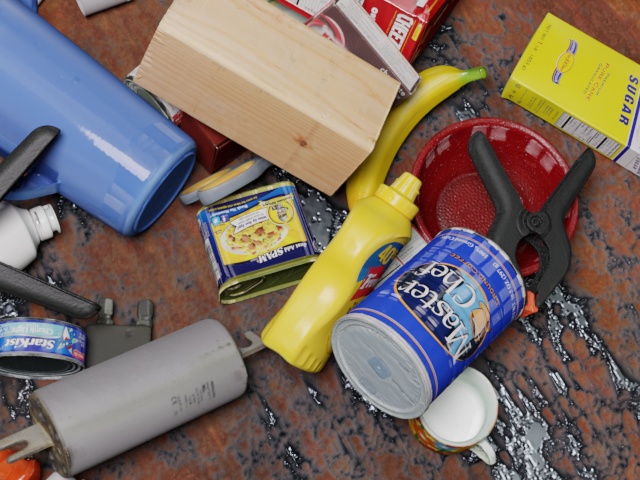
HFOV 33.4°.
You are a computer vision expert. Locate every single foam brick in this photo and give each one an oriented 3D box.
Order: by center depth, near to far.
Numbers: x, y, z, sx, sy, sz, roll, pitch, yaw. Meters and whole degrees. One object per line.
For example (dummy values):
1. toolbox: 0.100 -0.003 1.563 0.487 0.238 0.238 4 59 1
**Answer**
1. foam brick: -0.089 -0.112 1.010 0.078 0.053 0.051 -37 79 -26

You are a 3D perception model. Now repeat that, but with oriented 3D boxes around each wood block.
1. wood block: -0.048 -0.140 0.945 0.206 0.091 0.090 30 55 -10

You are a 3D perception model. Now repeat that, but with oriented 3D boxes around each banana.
1. banana: 0.076 -0.105 1.028 0.197 0.070 0.037 -50 122 -13

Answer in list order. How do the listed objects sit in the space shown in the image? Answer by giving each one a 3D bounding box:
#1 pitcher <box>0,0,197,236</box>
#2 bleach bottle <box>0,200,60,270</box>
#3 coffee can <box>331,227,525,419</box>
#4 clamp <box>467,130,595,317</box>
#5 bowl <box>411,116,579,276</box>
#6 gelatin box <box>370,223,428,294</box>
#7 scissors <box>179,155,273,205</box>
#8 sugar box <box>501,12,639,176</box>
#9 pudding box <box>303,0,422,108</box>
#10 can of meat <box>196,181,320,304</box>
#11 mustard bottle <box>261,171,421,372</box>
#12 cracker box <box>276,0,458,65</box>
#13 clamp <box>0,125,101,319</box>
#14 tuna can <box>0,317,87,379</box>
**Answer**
1. pitcher: -0.242 -0.105 0.959 0.243 0.145 0.149 36 104 4
2. bleach bottle: -0.354 0.019 0.933 0.250 0.068 0.103 -22 51 -19
3. coffee can: 0.092 0.068 0.904 0.103 0.103 0.140 45 57 10
4. clamp: 0.179 -0.020 0.959 0.120 0.039 0.171 14 70 1
5. bowl: 0.159 -0.033 1.013 0.162 0.055 0.162 2 71 -6
6. gelatin box: 0.063 0.016 0.999 0.073 0.030 0.089 -38 78 -15
7. scissors: -0.057 -0.077 1.018 0.201 0.096 0.016 -37 108 -46
8. sugar box: 0.280 -0.144 1.070 0.176 0.048 0.093 29 70 6
9. pudding box: 0.026 -0.165 1.005 0.113 0.090 0.039 46 45 -13
10. can of meat: -0.057 0.001 0.977 0.102 0.057 0.084 -16 72 -11
11. mustard bottle: 0.026 0.023 0.929 0.058 0.096 0.191 35 90 17
12. cracker box: 0.032 -0.280 1.051 0.214 0.072 0.164 30 48 5
13. clamp: -0.294 -0.006 0.878 0.209 0.036 0.164 -6 91 -10
14. tuna can: -0.242 0.093 0.909 0.086 0.086 0.034 2 69 -6
